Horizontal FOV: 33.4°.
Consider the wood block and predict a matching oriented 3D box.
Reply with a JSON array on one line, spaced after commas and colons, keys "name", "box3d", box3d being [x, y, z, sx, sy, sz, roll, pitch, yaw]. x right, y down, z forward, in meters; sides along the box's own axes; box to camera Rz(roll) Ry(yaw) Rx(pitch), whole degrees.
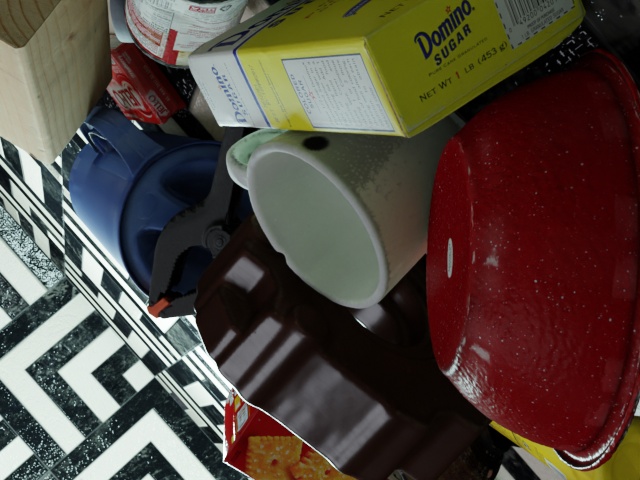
[{"name": "wood block", "box3d": [-0.203, -0.140, 0.719, 0.091, 0.090, 0.206, 31, 163, 0]}]

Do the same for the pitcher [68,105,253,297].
[{"name": "pitcher", "box3d": [-0.142, -0.039, 0.904, 0.243, 0.144, 0.149, 24, 111, 62]}]

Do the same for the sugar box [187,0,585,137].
[{"name": "sugar box", "box3d": [0.017, -0.085, 0.451, 0.176, 0.093, 0.048, 17, 136, 60]}]

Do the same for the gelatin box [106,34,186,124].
[{"name": "gelatin box", "box3d": [-0.158, -0.135, 0.894, 0.073, 0.030, 0.089, 56, 162, -25]}]

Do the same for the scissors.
[{"name": "scissors", "box3d": [-0.118, -0.141, 0.720, 0.202, 0.016, 0.096, 84, -176, -61]}]

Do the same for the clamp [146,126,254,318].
[{"name": "clamp", "box3d": [-0.055, 0.001, 0.760, 0.120, 0.172, 0.039, 41, -159, 13]}]

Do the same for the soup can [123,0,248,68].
[{"name": "soup can", "box3d": [-0.071, -0.144, 0.589, 0.068, 0.068, 0.102, 49, 163, -2]}]

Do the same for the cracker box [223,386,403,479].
[{"name": "cracker box", "box3d": [0.014, 0.202, 0.973, 0.213, 0.072, 0.164, 34, -175, -10]}]

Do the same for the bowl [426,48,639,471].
[{"name": "bowl", "box3d": [0.075, 0.007, 0.412, 0.162, 0.055, 0.162, -179, 91, -86]}]
